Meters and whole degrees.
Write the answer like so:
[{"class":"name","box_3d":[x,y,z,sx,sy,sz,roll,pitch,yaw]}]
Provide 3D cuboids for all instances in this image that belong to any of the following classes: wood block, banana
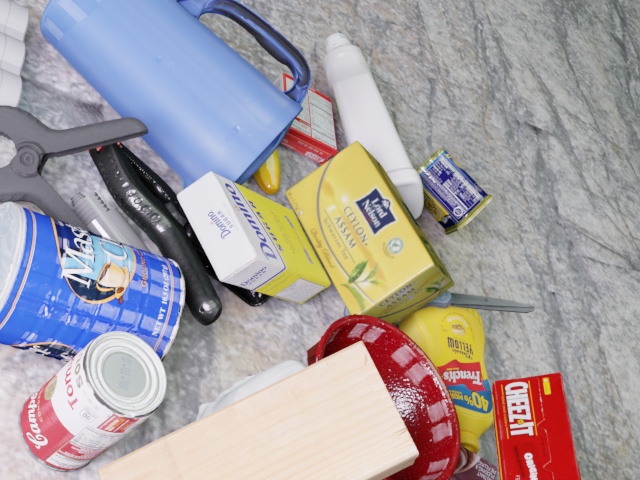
[{"class":"wood block","box_3d":[-0.042,0.163,0.773,0.090,0.206,0.091,82,-18,-73]},{"class":"banana","box_3d":[-0.099,-0.135,1.118,0.198,0.037,0.069,48,54,-1]}]

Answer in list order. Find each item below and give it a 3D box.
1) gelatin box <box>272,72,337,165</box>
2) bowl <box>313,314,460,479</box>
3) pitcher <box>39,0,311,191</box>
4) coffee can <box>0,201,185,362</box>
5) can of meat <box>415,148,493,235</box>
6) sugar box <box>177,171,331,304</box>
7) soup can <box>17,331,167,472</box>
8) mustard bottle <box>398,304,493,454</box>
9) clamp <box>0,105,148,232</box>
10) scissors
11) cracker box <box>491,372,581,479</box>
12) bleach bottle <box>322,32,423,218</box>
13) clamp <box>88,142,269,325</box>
[{"class":"gelatin box","box_3d":[-0.020,-0.136,1.201,0.073,0.030,0.089,25,43,-32]},{"class":"bowl","box_3d":[0.043,0.145,0.902,0.162,0.055,0.162,27,42,-28]},{"class":"pitcher","box_3d":[-0.136,-0.163,1.017,0.243,0.145,0.149,43,36,-5]},{"class":"coffee can","box_3d":[-0.190,0.041,0.814,0.140,0.103,0.103,22,45,-33]},{"class":"can of meat","box_3d":[0.147,-0.058,1.255,0.084,0.057,0.102,46,-6,0]},{"class":"sugar box","box_3d":[-0.056,0.001,0.978,0.093,0.048,0.176,61,12,19]},{"class":"soup can","box_3d":[-0.166,0.118,0.774,0.068,0.102,0.068,27,43,-28]},{"class":"mustard bottle","box_3d":[0.132,0.148,1.092,0.096,0.058,0.191,21,46,-27]},{"class":"clamp","box_3d":[-0.228,-0.071,0.872,0.171,0.039,0.120,26,75,-8]},{"class":"scissors","box_3d":[0.111,0.072,1.094,0.202,0.016,0.096,19,55,10]},{"class":"cracker box","box_3d":[0.202,0.252,0.963,0.164,0.072,0.213,-88,166,-49]},{"class":"bleach bottle","box_3d":[0.050,-0.141,1.228,0.102,0.068,0.251,73,0,-61]},{"class":"clamp","box_3d":[-0.129,-0.010,0.953,0.210,0.036,0.164,50,10,13]}]
